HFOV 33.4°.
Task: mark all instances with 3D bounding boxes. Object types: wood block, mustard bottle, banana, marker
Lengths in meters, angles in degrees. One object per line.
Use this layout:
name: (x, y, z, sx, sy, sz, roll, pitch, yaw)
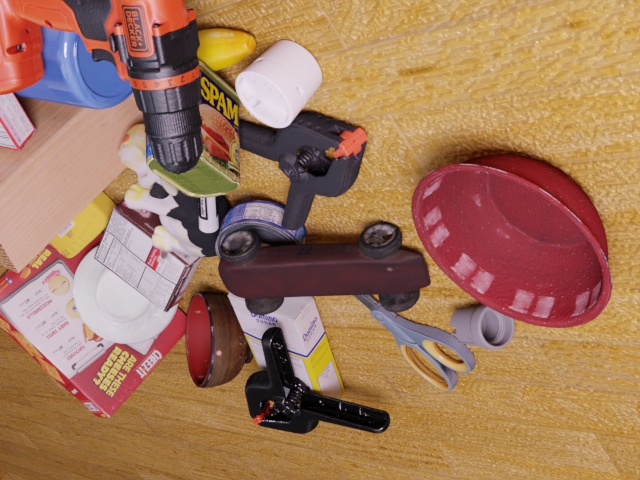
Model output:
wood block: (-0.261, -0.080, 1.015, 0.090, 0.205, 0.091, 20, 146, 32)
mustard bottle: (-0.333, -0.073, 1.256, 0.191, 0.058, 0.096, 46, 128, -10)
banana: (-0.115, -0.144, 0.936, 0.069, 0.037, 0.198, 15, 159, -16)
marker: (-0.106, -0.061, 0.992, 0.020, 0.020, 0.121, 24, 132, 27)

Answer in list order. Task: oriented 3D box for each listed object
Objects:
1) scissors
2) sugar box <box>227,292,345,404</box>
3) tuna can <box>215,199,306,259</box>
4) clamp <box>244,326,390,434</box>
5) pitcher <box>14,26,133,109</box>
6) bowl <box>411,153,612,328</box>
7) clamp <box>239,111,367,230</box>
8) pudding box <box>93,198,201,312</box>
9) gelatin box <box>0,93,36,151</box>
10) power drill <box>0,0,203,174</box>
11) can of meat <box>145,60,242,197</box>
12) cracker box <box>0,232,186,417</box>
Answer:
scissors: (0.075, 0.073, 1.034, 0.201, 0.016, 0.096, 48, 149, -15)
sugar box: (-0.035, 0.117, 1.195, 0.093, 0.048, 0.176, 19, 142, 30)
tuna can: (-0.057, 0.001, 1.036, 0.086, 0.033, 0.086, 7, 136, 6)
clamp: (-0.021, 0.178, 1.181, 0.164, 0.036, 0.210, 36, 149, -2)
pitcher: (-0.274, -0.201, 0.960, 0.243, 0.145, 0.149, 16, 156, 31)
bowl: (0.149, -0.010, 0.788, 0.162, 0.055, 0.162, 29, 150, 19)
clamp: (-0.014, -0.060, 0.927, 0.172, 0.039, 0.120, 2, 134, 54)
pudding box: (-0.198, 0.016, 1.226, 0.113, 0.039, 0.090, 38, 132, 8)
gelatin box: (-0.301, -0.123, 0.939, 0.073, 0.030, 0.089, 13, 146, 27)
power drill: (-0.175, -0.144, 0.811, 0.188, 0.057, 0.184, 7, 117, 26)
can of meat: (-0.106, -0.091, 0.891, 0.057, 0.084, 0.102, -9, 161, 20)
cracker box: (-0.294, 0.091, 1.340, 0.213, 0.164, 0.072, 46, 156, -12)
